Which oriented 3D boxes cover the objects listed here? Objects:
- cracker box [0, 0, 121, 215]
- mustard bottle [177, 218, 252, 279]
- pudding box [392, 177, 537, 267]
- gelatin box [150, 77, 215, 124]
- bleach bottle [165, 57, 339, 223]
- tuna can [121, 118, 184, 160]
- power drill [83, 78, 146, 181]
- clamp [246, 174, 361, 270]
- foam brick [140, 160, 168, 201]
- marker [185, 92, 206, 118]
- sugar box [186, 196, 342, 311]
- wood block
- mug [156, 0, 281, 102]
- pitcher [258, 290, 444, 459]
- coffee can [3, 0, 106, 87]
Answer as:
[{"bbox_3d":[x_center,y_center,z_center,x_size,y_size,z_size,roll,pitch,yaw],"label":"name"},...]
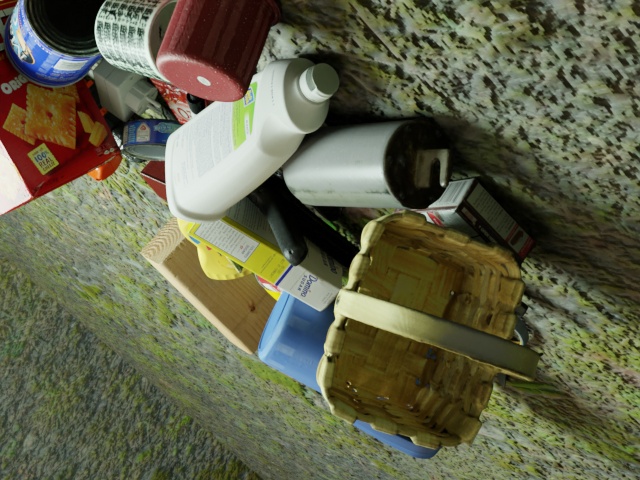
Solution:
[{"bbox_3d":[-0.337,-0.158,1.194,0.072,0.164,0.213,-21,100,34],"label":"cracker box"},{"bbox_3d":[-0.126,-0.026,1.333,0.191,0.096,0.058,68,-173,-54],"label":"mustard bottle"},{"bbox_3d":[0.131,-0.011,0.985,0.090,0.039,0.114,43,162,-19],"label":"pudding box"},{"bbox_3d":[-0.132,-0.149,1.148,0.089,0.030,0.073,23,156,38],"label":"gelatin box"},{"bbox_3d":[-0.063,-0.097,1.003,0.067,0.102,0.251,4,163,-34],"label":"bleach bottle"},{"bbox_3d":[-0.189,-0.118,1.255,0.086,0.034,0.086,2,173,0],"label":"tuna can"},{"bbox_3d":[-0.300,-0.145,1.422,0.184,0.057,0.188,41,158,2],"label":"power drill"},{"bbox_3d":[-0.038,-0.037,1.166,0.210,0.036,0.164,50,-164,29],"label":"clamp"},{"bbox_3d":[-0.179,-0.078,1.364,0.078,0.051,0.053,23,157,37],"label":"foam brick"},{"bbox_3d":[-0.124,-0.121,1.122,0.020,0.020,0.121,32,160,16],"label":"marker"},{"bbox_3d":[-0.058,0.002,1.176,0.176,0.048,0.093,34,-154,-16],"label":"sugar box"},{"bbox_3d":[-0.153,0.061,1.560,0.206,0.090,0.090,48,167,-27],"label":"wood block"},{"bbox_3d":[-0.097,-0.170,0.915,0.093,0.081,0.117,28,162,-35],"label":"mug"},{"bbox_3d":[0.054,0.145,1.235,0.242,0.145,0.149,26,172,-7],"label":"pitcher"},{"bbox_3d":[-0.267,-0.224,1.108,0.102,0.102,0.140,43,160,-15],"label":"coffee can"}]
